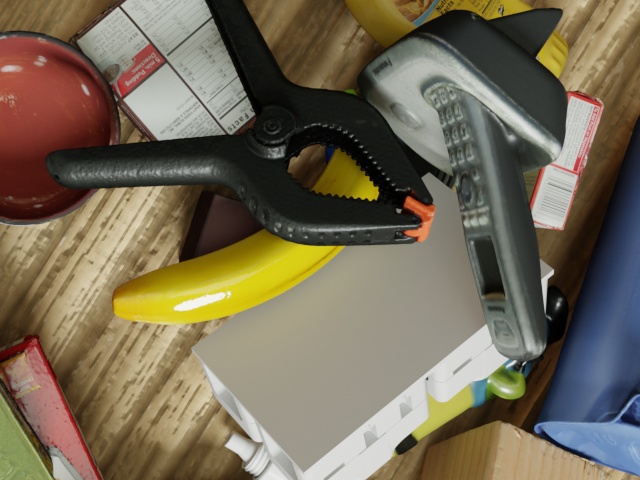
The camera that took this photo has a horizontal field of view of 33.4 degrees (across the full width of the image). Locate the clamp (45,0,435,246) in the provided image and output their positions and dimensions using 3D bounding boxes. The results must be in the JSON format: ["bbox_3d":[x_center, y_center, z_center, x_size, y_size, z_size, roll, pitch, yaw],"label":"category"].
[{"bbox_3d":[-0.037,-0.050,0.596,0.210,0.036,0.164,35,72,13],"label":"clamp"}]

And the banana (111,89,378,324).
[{"bbox_3d":[-0.027,-0.005,0.616,0.070,0.037,0.197,40,69,20],"label":"banana"}]

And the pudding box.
[{"bbox_3d":[-0.088,-0.109,0.672,0.090,0.039,0.113,-42,104,-8],"label":"pudding box"}]

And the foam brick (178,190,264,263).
[{"bbox_3d":[-0.054,0.001,0.669,0.051,0.078,0.053,18,91,-12],"label":"foam brick"}]

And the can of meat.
[{"bbox_3d":[-0.183,0.108,0.568,0.057,0.084,0.102,-31,96,-13],"label":"can of meat"}]

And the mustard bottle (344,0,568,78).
[{"bbox_3d":[0.070,-0.156,0.689,0.191,0.058,0.096,42,62,-12],"label":"mustard bottle"}]
